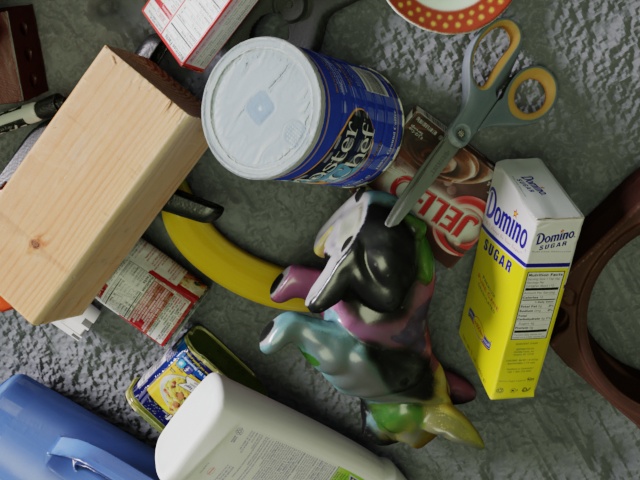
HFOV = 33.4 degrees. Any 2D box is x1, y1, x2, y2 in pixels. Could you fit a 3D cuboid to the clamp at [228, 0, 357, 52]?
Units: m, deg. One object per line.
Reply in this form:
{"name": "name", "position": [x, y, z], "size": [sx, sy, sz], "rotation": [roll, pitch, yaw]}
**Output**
{"name": "clamp", "position": [-0.012, -0.191, 0.862], "size": [0.120, 0.039, 0.172], "rotation": [29, 108, 6]}

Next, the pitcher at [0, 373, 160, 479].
{"name": "pitcher", "position": [-0.207, 0.225, 0.974], "size": [0.243, 0.145, 0.149], "rotation": [33, 105, 0]}

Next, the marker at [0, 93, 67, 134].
{"name": "marker", "position": [-0.268, -0.104, 0.924], "size": [0.121, 0.020, 0.020], "rotation": [-13, 106, 25]}

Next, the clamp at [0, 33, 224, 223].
{"name": "clamp", "position": [-0.194, -0.080, 0.920], "size": [0.210, 0.036, 0.164], "rotation": [-11, 90, 18]}

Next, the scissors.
{"name": "scissors", "position": [0.126, -0.080, 0.836], "size": [0.096, 0.016, 0.201], "rotation": [28, 75, -18]}

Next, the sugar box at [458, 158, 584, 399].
{"name": "sugar box", "position": [0.156, 0.032, 0.856], "size": [0.048, 0.093, 0.176], "rotation": [-4, 123, -12]}

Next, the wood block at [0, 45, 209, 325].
{"name": "wood block", "position": [-0.182, -0.043, 0.853], "size": [0.091, 0.090, 0.206], "rotation": [40, 101, 9]}

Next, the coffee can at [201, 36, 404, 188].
{"name": "coffee can", "position": [-0.010, -0.094, 0.822], "size": [0.103, 0.140, 0.103], "rotation": [0, 90, 29]}

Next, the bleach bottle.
{"name": "bleach bottle", "position": [-0.015, 0.211, 0.949], "size": [0.250, 0.068, 0.103], "rotation": [31, 107, -24]}

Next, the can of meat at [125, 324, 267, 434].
{"name": "can of meat", "position": [-0.111, 0.140, 0.973], "size": [0.102, 0.057, 0.084], "rotation": [43, 106, -7]}

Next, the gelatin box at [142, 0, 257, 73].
{"name": "gelatin box", "position": [-0.096, -0.192, 0.858], "size": [0.089, 0.030, 0.073], "rotation": [-49, 60, 23]}

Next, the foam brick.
{"name": "foam brick", "position": [-0.270, -0.156, 0.904], "size": [0.051, 0.053, 0.078], "rotation": [-4, 107, 9]}

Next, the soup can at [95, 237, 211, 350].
{"name": "soup can", "position": [-0.157, 0.040, 0.942], "size": [0.102, 0.068, 0.069], "rotation": [36, 109, -4]}

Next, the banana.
{"name": "banana", "position": [-0.071, 0.012, 0.936], "size": [0.198, 0.037, 0.070], "rotation": [39, 109, -5]}

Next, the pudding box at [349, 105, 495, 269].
{"name": "pudding box", "position": [0.095, -0.045, 0.892], "size": [0.113, 0.039, 0.090], "rotation": [38, 109, -5]}
